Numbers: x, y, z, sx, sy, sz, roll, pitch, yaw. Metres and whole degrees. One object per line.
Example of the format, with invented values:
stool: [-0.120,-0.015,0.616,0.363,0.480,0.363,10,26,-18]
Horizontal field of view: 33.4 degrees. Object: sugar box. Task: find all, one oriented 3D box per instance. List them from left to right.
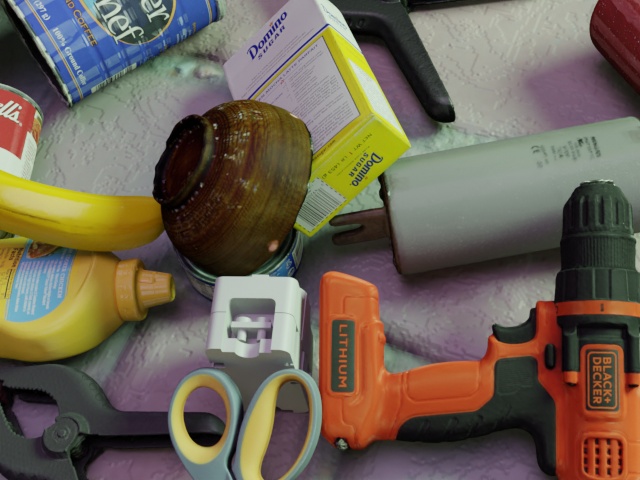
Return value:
sugar box: [-0.008,-0.093,0.722,0.093,0.048,0.176,-41,37,19]

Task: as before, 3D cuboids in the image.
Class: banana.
banana: [-0.184,-0.026,0.692,0.198,0.037,0.069,13,24,-1]

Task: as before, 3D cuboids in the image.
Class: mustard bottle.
mustard bottle: [-0.191,0.036,0.704,0.191,0.058,0.096,-4,42,6]

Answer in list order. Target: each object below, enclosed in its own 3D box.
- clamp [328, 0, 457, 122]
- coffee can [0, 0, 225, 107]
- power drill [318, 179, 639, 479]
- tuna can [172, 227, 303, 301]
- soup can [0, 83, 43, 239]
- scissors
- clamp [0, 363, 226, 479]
clamp: [0.066,-0.192,0.821,0.210,0.036,0.164,35,69,26]
coffee can: [-0.158,-0.180,0.810,0.140,0.103,0.103,-33,59,-12]
power drill: [0.094,0.055,0.625,0.188,0.057,0.184,0,78,12]
tuna can: [-0.055,0.001,0.721,0.086,0.034,0.086,-4,58,6]
soup can: [-0.242,-0.053,0.764,0.068,0.068,0.102,-1,59,8]
scissors: [-0.065,0.159,0.596,0.096,0.016,0.202,23,84,15]
clamp: [-0.152,0.135,0.650,0.172,0.039,0.120,17,57,25]
